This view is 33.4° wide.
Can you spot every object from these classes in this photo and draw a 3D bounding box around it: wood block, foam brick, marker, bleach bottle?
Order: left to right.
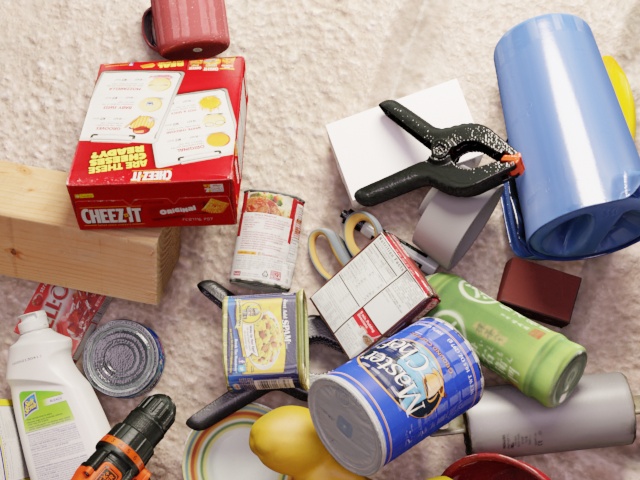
[{"bbox_3d":[-0.263,0.195,1.116,0.102,0.068,0.251,-16,86,7],"label":"bleach bottle"},{"bbox_3d":[-0.260,-0.009,1.136,0.206,0.091,0.090,11,39,5],"label":"wood block"},{"bbox_3d":[0.075,0.001,1.167,0.121,0.020,0.020,31,84,8],"label":"marker"},{"bbox_3d":[0.230,0.055,1.132,0.078,0.053,0.051,18,82,6],"label":"foam brick"}]

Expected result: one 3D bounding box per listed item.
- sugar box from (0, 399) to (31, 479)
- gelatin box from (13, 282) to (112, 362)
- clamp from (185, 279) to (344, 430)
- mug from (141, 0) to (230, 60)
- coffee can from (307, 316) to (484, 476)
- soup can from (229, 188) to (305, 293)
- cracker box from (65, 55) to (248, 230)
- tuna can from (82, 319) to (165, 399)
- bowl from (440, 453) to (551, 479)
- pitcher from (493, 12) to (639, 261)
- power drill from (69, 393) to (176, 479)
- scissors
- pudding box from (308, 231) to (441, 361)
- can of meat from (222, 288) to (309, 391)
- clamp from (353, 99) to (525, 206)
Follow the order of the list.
[{"bbox_3d":[-0.337,0.208,1.077,0.048,0.176,0.093,-14,80,0],"label":"sugar box"},{"bbox_3d":[-0.281,0.079,1.169,0.073,0.030,0.089,28,83,7],"label":"gelatin box"},{"bbox_3d":[-0.043,0.133,1.137,0.210,0.036,0.164,9,70,2],"label":"clamp"},{"bbox_3d":[-0.155,-0.247,1.193,0.117,0.093,0.081,-12,84,32],"label":"mug"},{"bbox_3d":[0.073,0.148,1.029,0.140,0.103,0.103,-26,79,-33],"label":"coffee can"},{"bbox_3d":[-0.058,0.001,1.150,0.068,0.068,0.102,9,82,4],"label":"soup can"},{"bbox_3d":[-0.163,-0.105,1.119,0.164,0.072,0.213,-2,43,3],"label":"cracker box"},{"bbox_3d":[-0.213,0.128,1.155,0.086,0.034,0.086,-1,81,3],"label":"tuna can"},{"bbox_3d":[0.194,0.281,1.073,0.162,0.055,0.162,10,108,33],"label":"bowl"},{"bbox_3d":[0.248,-0.104,1.109,0.149,0.145,0.243,-13,64,10],"label":"pitcher"},{"bbox_3d":[-0.160,0.271,1.069,0.187,0.057,0.184,44,60,-6],"label":"power drill"},{"bbox_3d":[0.063,0.051,1.133,0.096,0.016,0.202,-48,68,17],"label":"scissors"},{"bbox_3d":[0.055,0.060,1.103,0.114,0.039,0.090,-42,63,17],"label":"pudding box"},{"bbox_3d":[-0.056,0.104,1.098,0.084,0.057,0.102,-4,68,4],"label":"can of meat"},{"bbox_3d":[0.116,-0.075,1.076,0.172,0.039,0.120,16,80,29],"label":"clamp"}]
